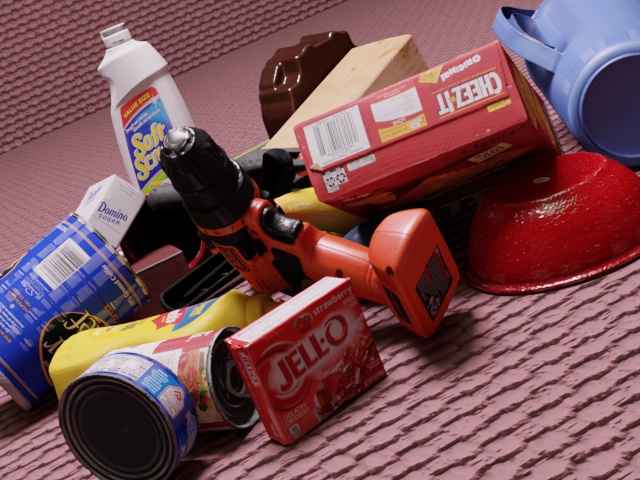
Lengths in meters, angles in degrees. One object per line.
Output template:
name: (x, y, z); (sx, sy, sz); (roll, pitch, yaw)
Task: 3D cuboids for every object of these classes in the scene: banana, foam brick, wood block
banana: (0.009, -0.017, 0.912); (0.070, 0.037, 0.197); (-29, -14, 7)
foam brick: (-0.161, 0.045, 1.009); (0.078, 0.051, 0.053); (-26, 16, -15)
wood block: (0.033, -0.116, 1.117); (0.090, 0.090, 0.205); (-5, 38, 44)

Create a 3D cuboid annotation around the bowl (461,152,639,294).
bowl: (0.174, -0.022, 0.789); (0.162, 0.055, 0.162); (-21, 16, 6)

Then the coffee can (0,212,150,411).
coffee can: (-0.230, 0.060, 0.904); (0.140, 0.102, 0.103); (-43, 23, -16)

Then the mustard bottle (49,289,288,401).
mustard bottle: (-0.105, 0.079, 0.818); (0.192, 0.058, 0.096); (-16, 5, 18)

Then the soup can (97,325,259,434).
soup can: (-0.097, 0.100, 0.726); (0.102, 0.068, 0.068); (-13, 19, 27)

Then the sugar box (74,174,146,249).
sugar box: (-0.236, 0.025, 1.021); (0.176, 0.048, 0.093); (-60, 21, -19)

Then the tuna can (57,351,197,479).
tuna can: (-0.122, 0.115, 0.681); (0.086, 0.086, 0.033); (-13, 17, 28)

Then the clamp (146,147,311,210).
clamp: (-0.079, -0.046, 1.017); (0.172, 0.120, 0.039); (-36, 45, 33)

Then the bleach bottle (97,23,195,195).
bleach bottle: (-0.196, -0.124, 1.229); (0.103, 0.251, 0.068); (-17, 17, 15)

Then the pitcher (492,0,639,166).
pitcher: (0.254, -0.157, 0.973); (0.149, 0.145, 0.242); (-22, 19, 13)

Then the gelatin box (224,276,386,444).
gelatin box: (-0.008, 0.075, 0.680); (0.089, 0.073, 0.030); (-31, 19, -30)

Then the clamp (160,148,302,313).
clamp: (-0.056, 0.001, 0.940); (0.164, 0.036, 0.209); (-50, -14, 5)

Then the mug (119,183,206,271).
mug: (-0.146, -0.014, 1.125); (0.117, 0.093, 0.081); (-2, 14, 6)

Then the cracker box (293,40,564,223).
cracker box: (0.097, -0.071, 0.846); (0.164, 0.072, 0.213); (-21, -13, 18)

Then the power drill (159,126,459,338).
power drill: (-0.008, -0.006, 0.735); (0.188, 0.184, 0.057); (17, 69, 31)
